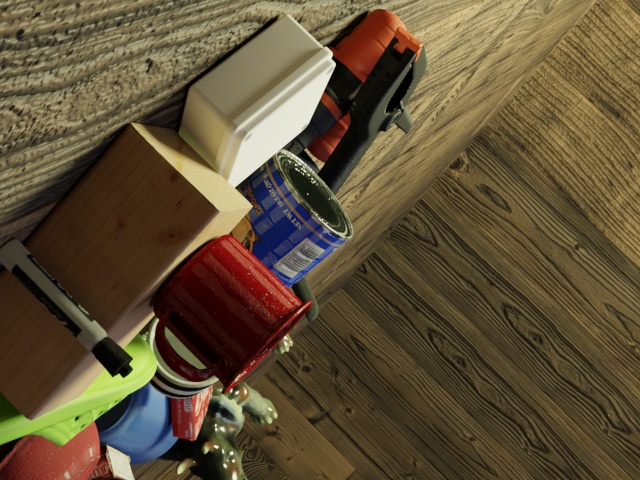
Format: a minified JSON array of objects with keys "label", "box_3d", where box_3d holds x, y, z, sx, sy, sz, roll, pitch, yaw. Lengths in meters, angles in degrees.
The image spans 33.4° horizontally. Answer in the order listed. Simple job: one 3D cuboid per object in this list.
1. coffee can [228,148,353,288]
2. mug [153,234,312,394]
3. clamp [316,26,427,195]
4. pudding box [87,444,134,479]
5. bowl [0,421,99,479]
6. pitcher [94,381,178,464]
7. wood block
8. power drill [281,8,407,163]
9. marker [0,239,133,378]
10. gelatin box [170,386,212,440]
[{"label":"coffee can","box_3d":[-0.056,0.001,0.955,0.140,0.103,0.102,-40,175,16]},{"label":"mug","box_3d":[-0.073,0.056,0.766,0.117,0.081,0.093,-41,173,-43]},{"label":"clamp","box_3d":[0.049,-0.114,0.997,0.164,0.036,0.210,-46,168,-24]},{"label":"pudding box","box_3d":[-0.243,0.241,1.082,0.090,0.039,0.113,-15,165,-2]},{"label":"bowl","box_3d":[-0.248,0.212,0.952,0.162,0.055,0.162,-51,176,-6]},{"label":"pitcher","box_3d":[-0.234,0.180,1.161,0.243,0.145,0.149,85,16,-77]},{"label":"wood block","box_3d":[-0.159,0.021,0.779,0.206,0.090,0.090,-47,173,10]},{"label":"power drill","box_3d":[0.013,-0.130,1.062,0.184,0.057,0.187,-45,174,-4]},{"label":"marker","box_3d":[-0.171,0.047,0.719,0.020,0.121,0.020,-45,173,-7]},{"label":"gelatin box","box_3d":[-0.143,0.168,1.200,0.089,0.030,0.073,-75,170,-57]}]
